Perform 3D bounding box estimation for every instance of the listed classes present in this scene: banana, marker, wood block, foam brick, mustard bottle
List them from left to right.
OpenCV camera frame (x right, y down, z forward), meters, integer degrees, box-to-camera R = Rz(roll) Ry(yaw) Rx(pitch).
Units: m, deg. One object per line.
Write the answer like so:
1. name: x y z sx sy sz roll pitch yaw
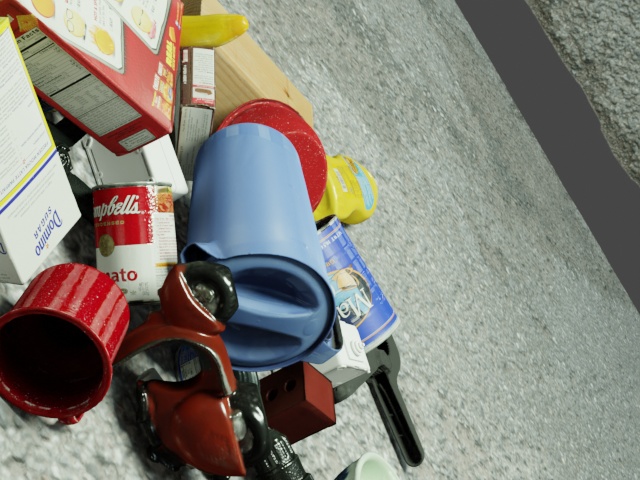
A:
1. banana: -0.169 -0.234 1.111 0.198 0.070 0.037 26 17 17
2. marker: -0.115 0.161 0.915 0.121 0.020 0.020 55 24 -15
3. wood block: -0.103 -0.176 1.223 0.206 0.090 0.091 45 28 -34
4. foam brick: -0.031 0.158 1.017 0.051 0.078 0.053 42 28 -37
5. mustard bottle: 0.030 -0.068 1.418 0.096 0.058 0.191 64 23 9

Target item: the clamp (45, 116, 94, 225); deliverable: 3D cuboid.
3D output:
1. clamp: -0.225 -0.076 0.896 0.171 0.039 0.120 15 67 -62

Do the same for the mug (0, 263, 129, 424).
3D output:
1. mug: -0.187 0.079 0.784 0.081 0.093 0.117 -79 165 -63

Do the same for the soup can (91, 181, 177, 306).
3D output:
1. soup can: -0.157 0.004 0.903 0.068 0.069 0.102 0 86 -64

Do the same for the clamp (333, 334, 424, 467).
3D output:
1. clamp: 0.071 0.160 1.277 0.164 0.036 0.210 48 26 -28

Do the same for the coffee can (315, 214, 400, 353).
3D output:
1. coffee can: 0.010 0.056 1.182 0.140 0.103 0.102 58 23 -7

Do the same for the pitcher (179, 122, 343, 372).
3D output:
1. pitcher: -0.057 0.001 0.994 0.243 0.145 0.149 -98 -172 -53

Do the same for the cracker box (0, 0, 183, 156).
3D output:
1. cracker box: -0.209 -0.194 0.878 0.213 0.072 0.164 40 37 -42

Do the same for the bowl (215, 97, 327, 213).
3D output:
1. bowl: -0.044 -0.075 1.168 0.161 0.055 0.162 -6 99 -40

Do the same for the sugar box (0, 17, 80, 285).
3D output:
1. sugar box: -0.237 -0.064 0.775 0.093 0.048 0.176 -62 151 -48

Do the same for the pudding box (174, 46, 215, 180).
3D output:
1. pudding box: -0.130 -0.129 1.097 0.114 0.039 0.090 103 -15 -51

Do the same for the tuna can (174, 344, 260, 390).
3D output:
1. tuna can: -0.093 0.125 0.980 0.086 0.034 0.086 46 28 -33
